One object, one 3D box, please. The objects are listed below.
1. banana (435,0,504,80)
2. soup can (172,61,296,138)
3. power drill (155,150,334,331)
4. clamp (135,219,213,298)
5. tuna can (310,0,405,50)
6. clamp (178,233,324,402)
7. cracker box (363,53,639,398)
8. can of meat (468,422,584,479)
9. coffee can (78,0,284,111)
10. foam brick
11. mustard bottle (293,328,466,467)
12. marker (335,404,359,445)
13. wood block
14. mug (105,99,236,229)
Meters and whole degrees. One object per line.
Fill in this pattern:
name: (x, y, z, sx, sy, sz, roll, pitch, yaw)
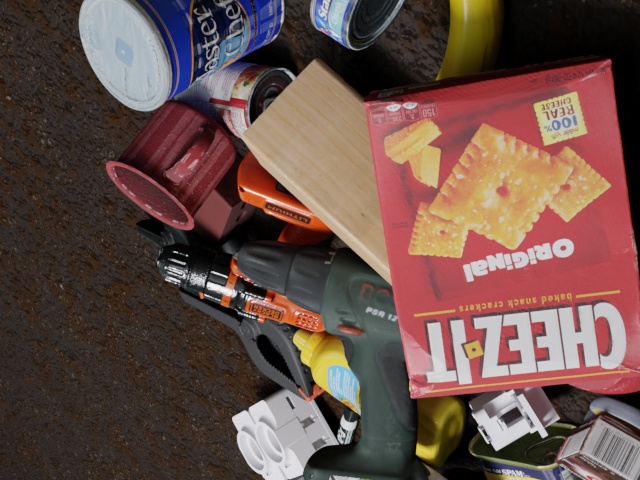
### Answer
banana: (0.100, -0.138, 0.785, 0.070, 0.037, 0.198, 47, 146, 39)
soup can: (-0.075, -0.127, 0.954, 0.102, 0.068, 0.068, 17, 131, 39)
power drill: (-0.057, 0.001, 1.001, 0.184, 0.057, 0.188, 17, 139, -4)
clamp: (-0.152, -0.013, 1.130, 0.172, 0.039, 0.120, 44, 147, 37)
tuna can: (0.033, -0.182, 0.775, 0.034, 0.086, 0.086, 36, 141, 18)
clamp: (-0.074, 0.089, 1.156, 0.210, 0.036, 0.165, 54, 145, 5)
cracker box: (0.127, -0.008, 0.728, 0.164, 0.072, 0.214, -7, 100, 12)
can of meat: (0.194, 0.209, 0.950, 0.102, 0.057, 0.084, -1, 121, 48)
coffee can: (-0.113, -0.183, 0.887, 0.103, 0.140, 0.103, 28, 137, 29)
foam brick: (-0.096, -0.040, 1.061, 0.051, 0.052, 0.078, 44, 144, 12)
mustard bottle: (0.050, 0.140, 1.045, 0.192, 0.058, 0.096, 31, 152, 27)
marker: (0.027, 0.210, 1.161, 0.020, 0.020, 0.121, 36, 141, 21)
wood block: (0.046, -0.037, 0.854, 0.206, 0.090, 0.091, 43, 177, 13)
mug: (-0.123, -0.071, 0.930, 0.093, 0.081, 0.117, 39, 161, -13)
